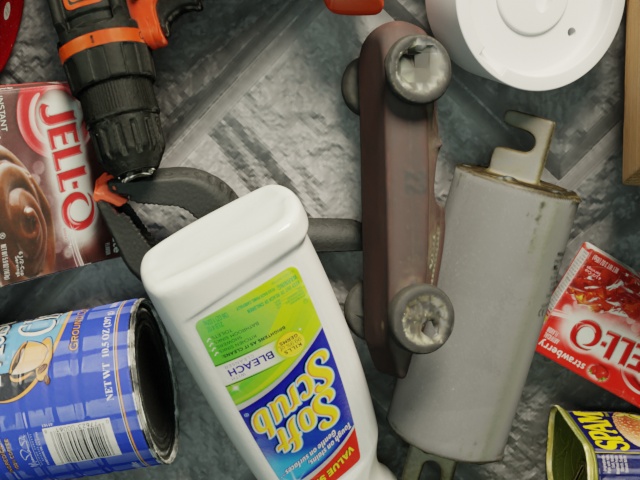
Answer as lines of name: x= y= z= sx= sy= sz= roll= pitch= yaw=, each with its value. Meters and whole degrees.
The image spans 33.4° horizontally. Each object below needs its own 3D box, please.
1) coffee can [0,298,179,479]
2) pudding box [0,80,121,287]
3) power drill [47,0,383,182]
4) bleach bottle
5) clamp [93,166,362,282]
coffee can: x=-0.167 y=0.097 z=0.653 sx=0.140 sy=0.103 sz=0.103 roll=-10 pitch=101 yaw=4
pudding box: x=-0.167 y=-0.037 z=0.634 sx=0.039 sy=0.089 sz=0.113 roll=9 pitch=107 yaw=42
power drill: x=-0.063 y=-0.141 z=0.609 sx=0.187 sy=0.057 sz=0.184 roll=-16 pitch=85 yaw=2
bleach bottle: x=-0.009 y=0.096 z=0.647 sx=0.102 sy=0.068 sz=0.250 roll=-28 pitch=117 yaw=-3
clamp: x=-0.054 y=0.001 z=0.653 sx=0.171 sy=0.039 sz=0.120 roll=39 pitch=92 yaw=-22
